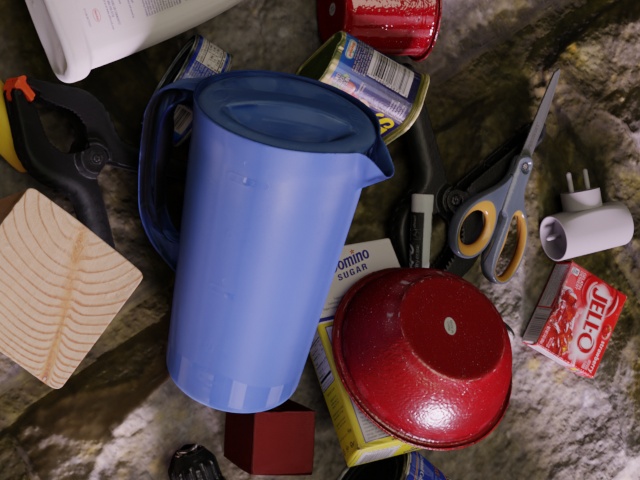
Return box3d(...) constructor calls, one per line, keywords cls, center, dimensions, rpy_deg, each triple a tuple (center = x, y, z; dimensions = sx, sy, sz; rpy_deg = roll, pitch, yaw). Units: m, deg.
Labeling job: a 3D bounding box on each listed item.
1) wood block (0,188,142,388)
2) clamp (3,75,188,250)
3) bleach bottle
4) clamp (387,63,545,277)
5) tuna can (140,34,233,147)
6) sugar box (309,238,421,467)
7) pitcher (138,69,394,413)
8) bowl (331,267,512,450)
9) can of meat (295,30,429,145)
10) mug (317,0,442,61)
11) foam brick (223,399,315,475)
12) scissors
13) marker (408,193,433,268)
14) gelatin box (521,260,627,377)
box3d(cls="wood block", center=(-0.204, 0.030, 0.730), dimensions=(0.090, 0.206, 0.090), rpy_deg=(40, 75, -18))
box3d(cls="clamp", center=(-0.180, -0.051, 0.815), dimensions=(0.171, 0.039, 0.120), rpy_deg=(39, 63, -28))
box3d(cls="bleach bottle", center=(-0.096, -0.207, 0.814), dimensions=(0.250, 0.068, 0.102), rpy_deg=(-24, 103, -23))
box3d(cls="clamp", center=(0.122, -0.039, 0.957), dimensions=(0.164, 0.036, 0.210), rpy_deg=(10, 88, -25))
box3d(cls="tuna can", center=(-0.106, -0.118, 0.837), dimensions=(0.033, 0.086, 0.086), rpy_deg=(31, 78, -18))
box3d(cls="sugar box", center=(0.040, 0.089, 0.880), dimensions=(0.093, 0.048, 0.176), rpy_deg=(-9, 62, -22))
box3d(cls="pitcher", center=(-0.055, 0.001, 0.795), dimensions=(0.144, 0.149, 0.243), rpy_deg=(-2, 123, -26))
box3d(cls="bowl", center=(0.092, 0.080, 0.842), dimensions=(0.162, 0.055, 0.162), rpy_deg=(11, 56, -18))
box3d(cls="can of meat", center=(0.027, -0.120, 0.883), dimensions=(0.083, 0.102, 0.057), rpy_deg=(27, 64, -18))
box3d(cls="mug", center=(0.044, -0.208, 0.905), dimensions=(0.081, 0.093, 0.117), rpy_deg=(-3, 60, -18))
box3d(cls="foam brick", center=(-0.043, 0.157, 0.866), dimensions=(0.052, 0.078, 0.051), rpy_deg=(4, 89, -23))
box3d(cls="scissors", center=(0.163, -0.062, 0.946), dimensions=(0.096, 0.016, 0.202), rpy_deg=(7, 94, -34))
box3d(cls="marker", center=(0.085, 0.021, 0.916), dimensions=(0.020, 0.020, 0.121), rpy_deg=(1, 93, -23))
box3d(cls="gelatin box", center=(0.241, 0.074, 1.009), dimensions=(0.073, 0.030, 0.089), rpy_deg=(31, 79, -20))
